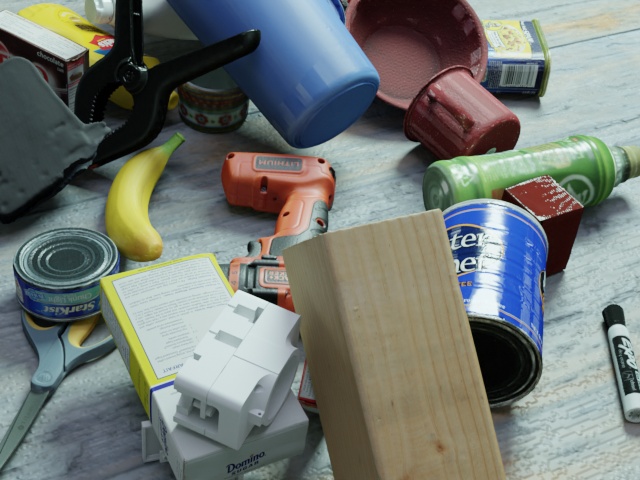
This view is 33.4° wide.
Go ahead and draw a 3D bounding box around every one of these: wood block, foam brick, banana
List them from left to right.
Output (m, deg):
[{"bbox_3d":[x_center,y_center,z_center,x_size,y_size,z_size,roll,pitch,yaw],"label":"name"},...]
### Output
[{"bbox_3d":[-0.160,-0.033,0.939,0.037,0.070,0.198,40,25,-26],"label":"banana"},{"bbox_3d":[0.049,0.092,0.723,0.090,0.091,0.206,-12,86,-22],"label":"wood block"},{"bbox_3d":[0.192,-0.010,0.953,0.051,0.078,0.053,-18,47,-24],"label":"foam brick"}]

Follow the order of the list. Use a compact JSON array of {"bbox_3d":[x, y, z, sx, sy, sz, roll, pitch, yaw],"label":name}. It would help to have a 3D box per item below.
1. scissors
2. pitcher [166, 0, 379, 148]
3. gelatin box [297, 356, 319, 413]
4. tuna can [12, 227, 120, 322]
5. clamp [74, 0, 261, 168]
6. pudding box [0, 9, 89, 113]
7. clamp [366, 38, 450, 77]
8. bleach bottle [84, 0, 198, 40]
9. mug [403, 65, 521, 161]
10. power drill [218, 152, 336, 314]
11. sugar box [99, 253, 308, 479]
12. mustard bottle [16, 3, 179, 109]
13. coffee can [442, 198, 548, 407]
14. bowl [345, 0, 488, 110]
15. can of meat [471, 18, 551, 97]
[{"bbox_3d":[-0.223,0.097,0.821,0.096,0.016,0.201,22,43,19],"label":"scissors"},{"bbox_3d":[-0.045,-0.213,1.037,0.149,0.145,0.243,-37,75,1],"label":"pitcher"},{"bbox_3d":[0.005,0.083,0.799,0.030,0.073,0.089,11,77,4],"label":"gelatin box"},{"bbox_3d":[-0.205,0.026,0.867,0.086,0.034,0.086,2,36,-2],"label":"tuna can"},{"bbox_3d":[-0.159,-0.150,0.984,0.165,0.210,0.036,31,11,16],"label":"clamp"},{"bbox_3d":[-0.280,-0.165,1.052,0.114,0.090,0.039,25,43,18],"label":"pudding box"},{"bbox_3d":[0.061,-0.219,1.196,0.171,0.039,0.120,-8,48,-19],"label":"clamp"},{"bbox_3d":[-0.129,-0.250,1.153,0.250,0.068,0.103,-11,41,-35],"label":"bleach bottle"},{"bbox_3d":[0.138,-0.116,1.043,0.093,0.117,0.082,-44,60,2],"label":"mug"},{"bbox_3d":[-0.056,0.001,0.925,0.184,0.057,0.187,5,43,-3],"label":"power drill"},{"bbox_3d":[-0.087,0.089,0.764,0.093,0.048,0.176,-14,50,-22],"label":"sugar box"},{"bbox_3d":[-0.221,-0.182,1.097,0.192,0.058,0.096,31,19,23],"label":"mustard bottle"},{"bbox_3d":[0.129,0.049,0.859,0.103,0.103,0.140,11,42,5],"label":"coffee can"},{"bbox_3d":[0.094,-0.200,1.136,0.162,0.055,0.162,4,72,-13],"label":"bowl"},{"bbox_3d":[0.204,-0.205,1.191,0.084,0.057,0.102,1,41,-4],"label":"can of meat"}]
